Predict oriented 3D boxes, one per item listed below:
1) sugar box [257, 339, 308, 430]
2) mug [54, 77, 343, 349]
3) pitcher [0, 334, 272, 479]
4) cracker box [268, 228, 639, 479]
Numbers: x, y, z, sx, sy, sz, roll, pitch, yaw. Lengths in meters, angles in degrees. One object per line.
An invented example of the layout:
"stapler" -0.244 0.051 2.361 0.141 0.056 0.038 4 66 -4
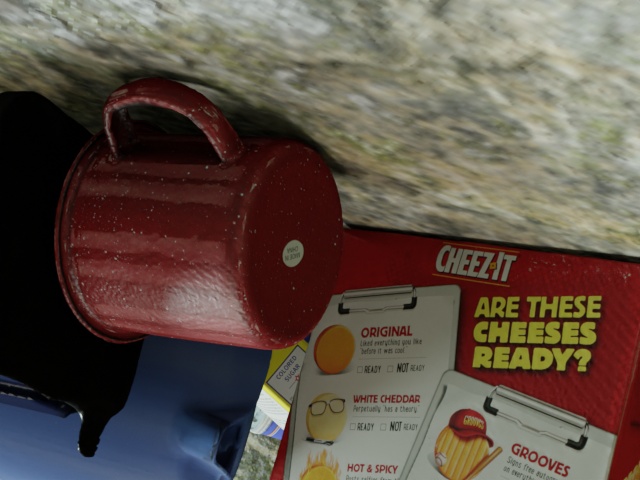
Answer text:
"sugar box" -0.050 0.064 0.684 0.176 0.048 0.093 46 163 -11
"mug" -0.046 -0.011 0.417 0.082 0.093 0.117 5 127 30
"pitcher" -0.157 0.061 0.548 0.242 0.145 0.149 18 134 -15
"cracker box" 0.062 0.112 0.477 0.164 0.213 0.072 8 167 39
